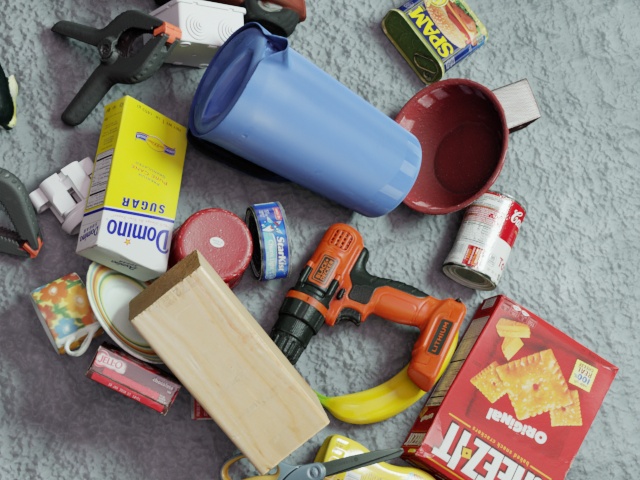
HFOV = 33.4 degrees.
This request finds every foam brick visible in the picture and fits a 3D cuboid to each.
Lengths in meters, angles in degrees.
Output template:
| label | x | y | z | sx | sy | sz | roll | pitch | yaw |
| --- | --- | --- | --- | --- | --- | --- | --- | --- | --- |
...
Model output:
| label | x | y | z | sx | sy | sz | roll | pitch | yaw |
| --- | --- | --- | --- | --- | --- | --- | --- | --- | --- |
| foam brick | 0.215 | -0.153 | 1.283 | 0.078 | 0.053 | 0.051 | -21 | 84 | -16 |

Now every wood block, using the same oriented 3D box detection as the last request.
| label | x | y | z | sx | sy | sz | roll | pitch | yaw |
| --- | --- | --- | --- | --- | --- | --- | --- | --- | --- |
| wood block | -0.093 | 0.121 | 1.074 | 0.090 | 0.091 | 0.206 | -38 | 104 | -2 |

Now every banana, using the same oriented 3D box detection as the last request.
| label | x | y | z | sx | sy | sz | roll | pitch | yaw |
| --- | --- | --- | --- | --- | --- | --- | --- | --- | --- |
| banana | 0.087 | 0.153 | 1.194 | 0.197 | 0.037 | 0.069 | -27 | 86 | -17 |

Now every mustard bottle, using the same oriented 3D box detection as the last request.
| label | x | y | z | sx | sy | sz | roll | pitch | yaw |
| --- | --- | --- | --- | --- | --- | --- | --- | --- | --- |
| mustard bottle | 0.079 | 0.288 | 1.152 | 0.191 | 0.058 | 0.096 | 24 | 75 | -7 |

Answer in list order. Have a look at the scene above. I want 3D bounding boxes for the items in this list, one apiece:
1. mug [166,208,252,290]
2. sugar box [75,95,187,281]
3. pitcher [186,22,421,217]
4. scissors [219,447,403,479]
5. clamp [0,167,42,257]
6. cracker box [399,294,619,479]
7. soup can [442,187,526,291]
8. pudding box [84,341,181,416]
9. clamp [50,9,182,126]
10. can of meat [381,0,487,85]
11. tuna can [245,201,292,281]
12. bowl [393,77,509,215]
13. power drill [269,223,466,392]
| label | x | y | z | sx | sy | sz | roll | pitch | yaw |
| --- | --- | --- | --- | --- | --- | --- | --- | --- | --- |
| mug | -0.117 | 0.024 | 1.148 | 0.093 | 0.082 | 0.117 | -9 | 80 | -15 |
| sugar box | -0.196 | -0.055 | 1.131 | 0.093 | 0.048 | 0.176 | 26 | 57 | -41 |
| pitcher | -0.018 | -0.116 | 1.161 | 0.242 | 0.149 | 0.145 | 28 | 91 | -28 |
| scissors | -0.011 | 0.259 | 1.104 | 0.202 | 0.016 | 0.096 | -2 | 82 | 20 |
| clamp | -0.379 | -0.052 | 1.102 | 0.165 | 0.036 | 0.210 | -35 | 110 | 15 |
| cracker box | 0.212 | 0.192 | 1.198 | 0.164 | 0.072 | 0.213 | 33 | 73 | -4 |
| soup can | 0.189 | -0.001 | 1.236 | 0.068 | 0.069 | 0.102 | 26 | 74 | -7 |
| pudding box | -0.191 | 0.139 | 1.089 | 0.090 | 0.113 | 0.039 | 29 | 81 | -7 |
| clamp | -0.224 | -0.190 | 1.149 | 0.039 | 0.172 | 0.120 | -4 | 89 | -57 |
| can of meat | 0.139 | -0.252 | 1.284 | 0.083 | 0.057 | 0.102 | -38 | 90 | -21 |
| tuna can | -0.058 | 0.001 | 1.166 | 0.033 | 0.086 | 0.086 | -8 | 80 | -14 |
| bowl | 0.154 | -0.102 | 1.228 | 0.055 | 0.162 | 0.162 | 20 | 69 | -51 |
| power drill | 0.051 | 0.091 | 1.169 | 0.187 | 0.057 | 0.184 | 27 | 70 | 6 |
